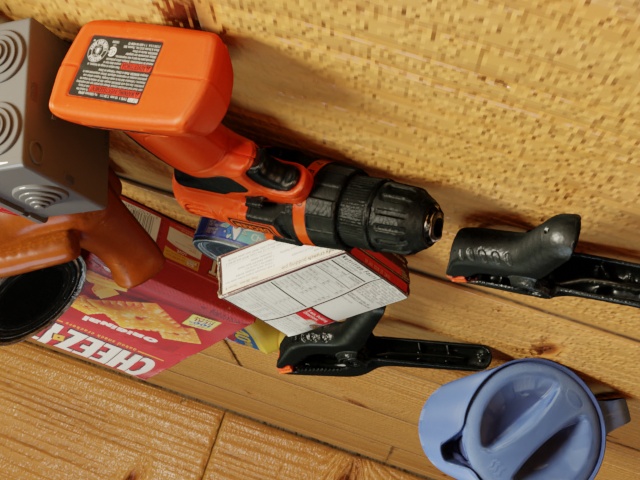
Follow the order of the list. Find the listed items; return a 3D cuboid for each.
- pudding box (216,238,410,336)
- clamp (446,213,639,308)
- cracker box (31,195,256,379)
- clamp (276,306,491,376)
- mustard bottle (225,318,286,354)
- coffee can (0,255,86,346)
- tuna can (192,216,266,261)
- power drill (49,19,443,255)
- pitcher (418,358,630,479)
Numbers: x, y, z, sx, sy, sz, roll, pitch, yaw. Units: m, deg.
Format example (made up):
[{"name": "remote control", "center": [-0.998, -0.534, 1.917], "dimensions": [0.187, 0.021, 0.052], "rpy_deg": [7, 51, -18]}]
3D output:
[{"name": "pudding box", "center": [-0.005, 0.026, 0.775], "dimensions": [0.114, 0.039, 0.090], "rpy_deg": [-22, 145, 26]}, {"name": "clamp", "center": [0.126, 0.011, 0.623], "dimensions": [0.120, 0.039, 0.172], "rpy_deg": [32, 161, -36]}, {"name": "cracker box", "center": [-0.177, 0.052, 0.989], "dimensions": [0.164, 0.072, 0.214], "rpy_deg": [26, 146, -26]}, {"name": "clamp", "center": [0.044, 0.102, 1.004], "dimensions": [0.164, 0.036, 0.210], "rpy_deg": [27, 149, -32]}, {"name": "mustard bottle", "center": [-0.093, 0.076, 1.111], "dimensions": [0.192, 0.058, 0.096], "rpy_deg": [14, 157, 16]}, {"name": "coffee can", "center": [-0.274, 0.002, 0.873], "dimensions": [0.140, 0.103, 0.102], "rpy_deg": [44, 176, 23]}, {"name": "tuna can", "center": [-0.055, 0.001, 0.831], "dimensions": [0.086, 0.033, 0.086], "rpy_deg": [18, 166, 5]}, {"name": "power drill", "center": [-0.041, -0.047, 0.586], "dimensions": [0.185, 0.057, 0.187], "rpy_deg": [10, 163, 32]}, {"name": "pitcher", "center": [0.185, 0.187, 1.057], "dimensions": [0.149, 0.145, 0.243], "rpy_deg": [32, 169, -2]}]
